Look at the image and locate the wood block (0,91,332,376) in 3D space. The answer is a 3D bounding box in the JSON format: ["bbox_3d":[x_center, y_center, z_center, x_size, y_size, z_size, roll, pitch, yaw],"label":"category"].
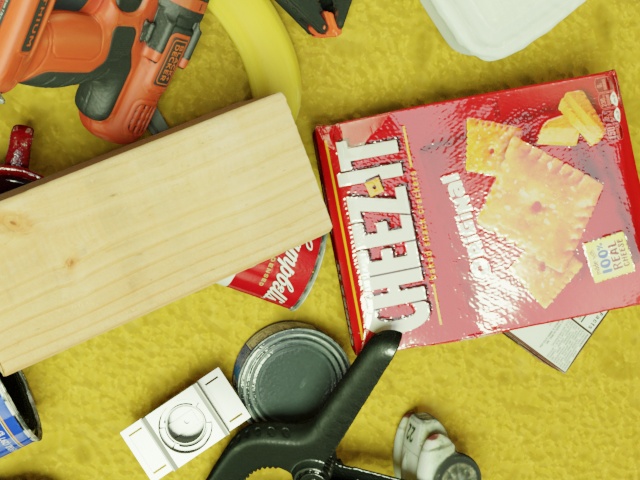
[{"bbox_3d":[-0.111,-0.009,0.632,0.205,0.091,0.090,-24,102,-19],"label":"wood block"}]

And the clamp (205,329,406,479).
[{"bbox_3d":[0.008,0.166,0.746,0.210,0.036,0.164,-28,105,23],"label":"clamp"}]

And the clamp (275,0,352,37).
[{"bbox_3d":[-0.023,-0.223,0.729,0.120,0.039,0.171,-8,98,-16],"label":"clamp"}]

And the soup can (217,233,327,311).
[{"bbox_3d":[-0.055,0.001,0.740,0.102,0.068,0.068,20,93,-15],"label":"soup can"}]

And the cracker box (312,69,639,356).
[{"bbox_3d":[0.113,-0.018,0.745,0.213,0.072,0.164,-11,90,-1],"label":"cracker box"}]

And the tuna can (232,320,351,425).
[{"bbox_3d":[-0.021,0.103,0.780,0.086,0.034,0.086,-2,98,-13],"label":"tuna can"}]

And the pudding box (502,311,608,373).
[{"bbox_3d":[0.165,0.034,0.813,0.113,0.039,0.090,36,88,-17],"label":"pudding box"}]

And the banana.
[{"bbox_3d":[-0.063,-0.147,0.733,0.069,0.037,0.198,-29,103,-8],"label":"banana"}]

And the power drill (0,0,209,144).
[{"bbox_3d":[-0.128,-0.145,0.626,0.057,0.187,0.184,30,103,20],"label":"power drill"}]
